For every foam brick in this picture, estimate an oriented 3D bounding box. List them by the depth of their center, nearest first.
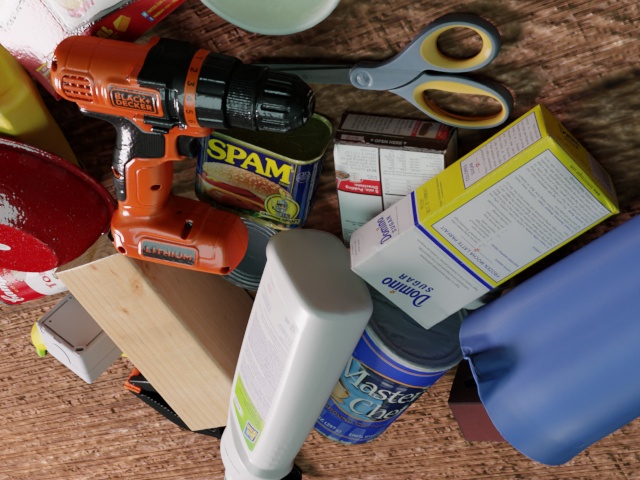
[{"bbox_3d":[0.158,0.138,0.922,0.078,0.053,0.051,-6,127,28],"label":"foam brick"}]

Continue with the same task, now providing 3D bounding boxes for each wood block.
[{"bbox_3d":[-0.128,0.066,0.961,0.090,0.090,0.206,-16,122,35],"label":"wood block"}]

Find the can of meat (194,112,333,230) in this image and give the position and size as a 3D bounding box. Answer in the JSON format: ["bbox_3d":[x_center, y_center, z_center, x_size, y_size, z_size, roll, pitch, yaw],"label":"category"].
[{"bbox_3d":[-0.048,-0.062,0.831,0.102,0.057,0.084,20,138,7],"label":"can of meat"}]

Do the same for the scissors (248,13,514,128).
[{"bbox_3d":[0.041,-0.131,0.755,0.202,0.016,0.096,18,133,9],"label":"scissors"}]

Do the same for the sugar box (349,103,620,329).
[{"bbox_3d":[0.115,-0.013,0.770,0.176,0.048,0.093,-33,125,28],"label":"sugar box"}]

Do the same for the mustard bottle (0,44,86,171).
[{"bbox_3d":[-0.240,-0.078,0.880,0.096,0.058,0.191,35,161,27],"label":"mustard bottle"}]

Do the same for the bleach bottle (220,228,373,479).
[{"bbox_3d":[-0.036,0.115,0.879,0.068,0.103,0.251,-1,133,-28],"label":"bleach bottle"}]

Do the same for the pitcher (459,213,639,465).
[{"bbox_3d":[0.233,0.051,0.756,0.145,0.149,0.243,45,125,-9],"label":"pitcher"}]

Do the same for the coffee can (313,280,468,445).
[{"bbox_3d":[0.048,0.096,0.899,0.103,0.102,0.140,31,136,-5],"label":"coffee can"}]

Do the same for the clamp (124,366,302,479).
[{"bbox_3d":[-0.100,0.184,1.095,0.210,0.036,0.165,18,142,13],"label":"clamp"}]

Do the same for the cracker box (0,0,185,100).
[{"bbox_3d":[-0.199,-0.225,0.741,0.164,0.072,0.213,-27,115,39],"label":"cracker box"}]

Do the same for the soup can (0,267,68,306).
[{"bbox_3d":[-0.257,0.019,0.993,0.102,0.068,0.068,-15,122,34],"label":"soup can"}]

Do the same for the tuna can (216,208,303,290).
[{"bbox_3d":[-0.056,0.001,0.908,0.086,0.033,0.086,13,134,13],"label":"tuna can"}]

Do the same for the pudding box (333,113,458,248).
[{"bbox_3d":[0.059,-0.039,0.816,0.090,0.039,0.113,7,135,16],"label":"pudding box"}]

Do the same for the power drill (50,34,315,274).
[{"bbox_3d":[-0.093,-0.059,0.772,0.184,0.057,0.188,12,136,11],"label":"power drill"}]

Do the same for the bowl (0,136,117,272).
[{"bbox_3d":[-0.246,-0.019,0.852,0.162,0.055,0.162,10,154,5],"label":"bowl"}]
